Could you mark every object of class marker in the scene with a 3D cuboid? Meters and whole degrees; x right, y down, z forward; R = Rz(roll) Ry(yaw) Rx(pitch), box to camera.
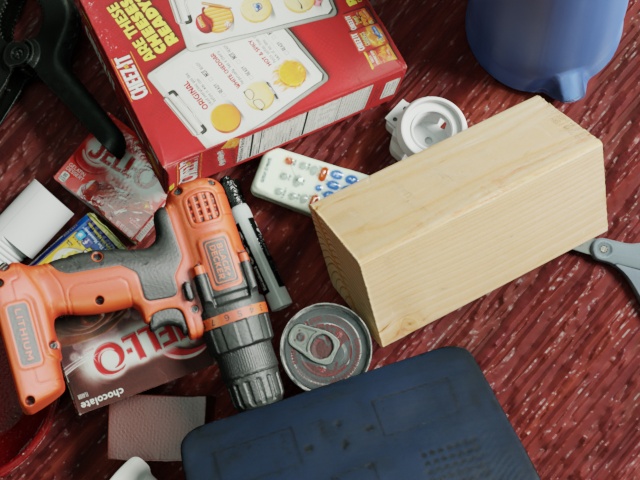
[{"bbox_3d":[-0.056,0.001,0.887,0.020,0.020,0.121,-24,81,-3],"label":"marker"}]

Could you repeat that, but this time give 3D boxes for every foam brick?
[{"bbox_3d":[-0.126,0.148,0.847,0.078,0.051,0.053,2,81,1],"label":"foam brick"}]

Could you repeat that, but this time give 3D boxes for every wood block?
[{"bbox_3d":[0.109,-0.018,0.823,0.206,0.091,0.090,-26,41,-11],"label":"wood block"}]

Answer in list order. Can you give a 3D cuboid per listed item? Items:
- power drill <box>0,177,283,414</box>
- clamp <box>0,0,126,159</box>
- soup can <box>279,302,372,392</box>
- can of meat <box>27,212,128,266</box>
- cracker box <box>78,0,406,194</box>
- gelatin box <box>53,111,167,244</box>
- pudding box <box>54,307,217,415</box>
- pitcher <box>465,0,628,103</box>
[{"bbox_3d":[-0.131,0.062,0.768,0.187,0.057,0.184,-16,82,-17],"label":"power drill"},{"bbox_3d":[-0.255,-0.143,0.899,0.164,0.036,0.210,-16,72,9],"label":"clamp"},{"bbox_3d":[0.004,0.087,0.829,0.068,0.102,0.068,0,80,0],"label":"soup can"},{"bbox_3d":[-0.184,0.039,0.864,0.084,0.057,0.102,-43,83,-8],"label":"can of meat"},{"bbox_3d":[-0.063,-0.155,0.866,0.213,0.072,0.164,-24,75,-13],"label":"cracker box"},{"bbox_3d":[-0.165,-0.052,0.892,0.089,0.030,0.073,38,83,6],"label":"gelatin box"},{"bbox_3d":[-0.146,0.071,0.813,0.113,0.039,0.090,-20,88,-12],"label":"pudding box"},{"bbox_3d":[0.174,-0.222,0.809,0.149,0.243,0.145,31,83,13],"label":"pitcher"}]
